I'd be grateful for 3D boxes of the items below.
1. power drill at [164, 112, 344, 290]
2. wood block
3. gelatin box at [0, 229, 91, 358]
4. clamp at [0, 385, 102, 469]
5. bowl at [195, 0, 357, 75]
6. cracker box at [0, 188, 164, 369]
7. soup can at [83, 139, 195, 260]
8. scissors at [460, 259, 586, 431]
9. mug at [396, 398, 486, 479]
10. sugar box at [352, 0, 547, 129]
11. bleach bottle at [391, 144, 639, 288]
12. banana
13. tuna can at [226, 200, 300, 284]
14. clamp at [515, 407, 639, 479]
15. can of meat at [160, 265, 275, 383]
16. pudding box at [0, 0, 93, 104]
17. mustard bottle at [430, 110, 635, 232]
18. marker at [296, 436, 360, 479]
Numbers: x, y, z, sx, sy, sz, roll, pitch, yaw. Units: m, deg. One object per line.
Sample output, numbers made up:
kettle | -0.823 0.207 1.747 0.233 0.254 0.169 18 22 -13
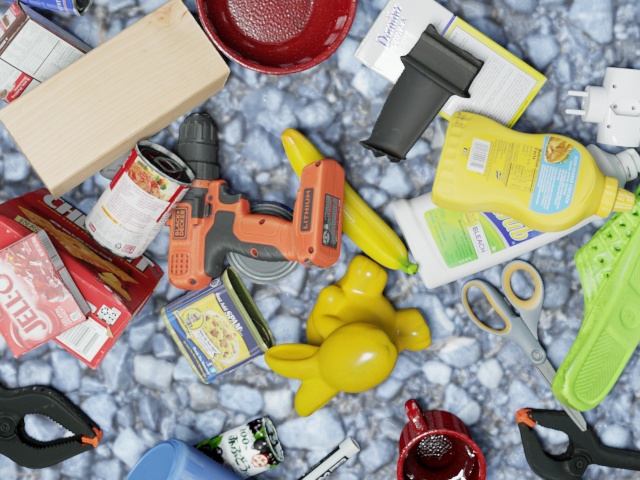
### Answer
power drill | -0.070 -0.041 1.070 0.188 0.057 0.184 0 85 28
wood block | -0.202 -0.138 1.048 0.206 0.090 0.091 -36 92 -11
gelatin box | -0.253 0.046 0.926 0.073 0.030 0.089 -28 98 5
clamp | -0.348 0.208 1.173 0.210 0.036 0.164 17 100 -2
bowl | -0.047 -0.243 1.064 0.162 0.055 0.162 -1 93 -11
cracker box | -0.249 0.027 1.048 0.164 0.213 0.072 36 97 -5
soup can | -0.180 -0.039 1.058 0.068 0.068 0.102 36 108 -5
scissors | 0.238 0.102 1.138 0.202 0.016 0.096 42 94 0
mug | 0.120 0.222 1.139 0.093 0.081 0.117 -29 98 6
sugar box | 0.130 -0.177 1.086 0.176 0.048 0.093 35 102 -2
bleach bottle | 0.207 -0.041 1.101 0.251 0.068 0.102 -23 95 3
banana | 0.030 -0.037 1.104 0.037 0.070 0.198 -42 84 -20
tuna can | -0.057 0.001 1.129 0.086 0.033 0.086 0 100 2
clamp | 0.289 0.236 1.159 0.120 0.039 0.171 -42 95 -3
can of meat | -0.109 0.092 1.135 0.084 0.057 0.102 -28 99 8
pudding box | -0.285 -0.174 1.070 0.090 0.113 0.039 -49 54 8
mustard bottle | 0.210 -0.059 1.041 0.191 0.058 0.096 14 73 6
marker | -0.008 0.261 1.181 0.121 0.020 0.020 -40 97 8
